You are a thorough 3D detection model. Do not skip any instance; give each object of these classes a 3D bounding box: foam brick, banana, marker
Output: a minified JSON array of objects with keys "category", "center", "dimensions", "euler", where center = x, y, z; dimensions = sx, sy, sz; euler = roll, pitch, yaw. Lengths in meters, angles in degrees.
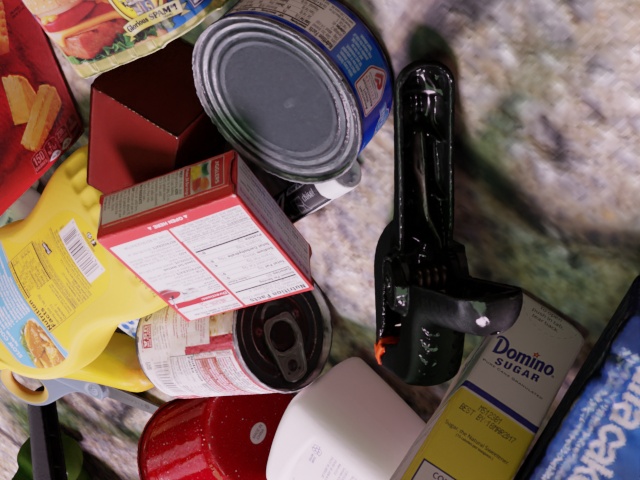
[{"category":"foam brick","center":[-0.080,-0.054,0.526],"dimensions":[0.051,0.053,0.078],"euler":[32,143,9]},{"category":"banana","center":[-0.174,0.083,0.752],"dimensions":[0.198,0.069,0.037],"euler":[2,100,32]},{"category":"marker","center":[-0.020,-0.015,0.545],"dimensions":[0.020,0.020,0.121],"euler":[46,144,-10]}]

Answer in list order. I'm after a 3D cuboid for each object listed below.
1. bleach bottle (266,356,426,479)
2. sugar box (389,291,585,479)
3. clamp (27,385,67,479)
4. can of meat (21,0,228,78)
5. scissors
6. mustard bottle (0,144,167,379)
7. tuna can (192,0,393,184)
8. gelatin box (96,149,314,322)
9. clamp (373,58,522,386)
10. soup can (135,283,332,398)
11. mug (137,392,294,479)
[{"category":"bleach bottle","center":[0.078,0.180,0.574],"dimensions":[0.251,0.068,0.103],"euler":[43,145,23]},{"category":"sugar box","center":[0.055,0.113,0.483],"dimensions":[0.048,0.176,0.093],"euler":[35,145,9]},{"category":"clamp","center":[-0.190,0.234,0.840],"dimensions":[0.165,0.210,0.036],"euler":[11,171,26]},{"category":"can of meat","center":[-0.094,-0.124,0.460],"dimensions":[0.102,0.057,0.084],"euler":[-8,126,46]},{"category":"scissors","center":[-0.181,0.121,0.830],"dimensions":[0.202,0.016,0.096],"euler":[31,132,10]},{"category":"mustard bottle","center":[-0.156,0.028,0.627],"dimensions":[0.192,0.058,0.096],"euler":[-35,87,34]},{"category":"tuna can","center":[-0.012,-0.069,0.467],"dimensions":[0.086,0.033,0.086],"euler":[24,142,20]},{"category":"gelatin box","center":[-0.053,0.001,0.517],"dimensions":[0.073,0.030,0.089],"euler":[-17,143,18]},{"category":"clamp","center":[0.049,0.021,0.462],"dimensions":[0.039,0.120,0.171],"euler":[-4,142,-3]},{"category":"soup can","center":[-0.051,0.055,0.607],"dimensions":[0.102,0.068,0.068],"euler":[-13,120,48]},{"category":"mug","center":[-0.048,0.138,0.690],"dimensions":[0.117,0.093,0.082],"euler":[20,148,-29]}]
